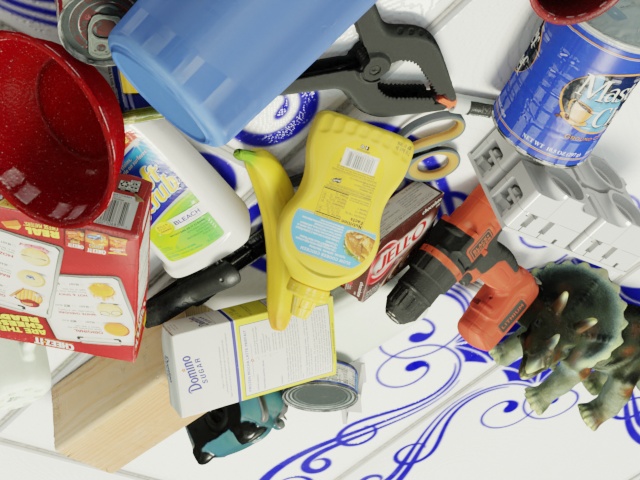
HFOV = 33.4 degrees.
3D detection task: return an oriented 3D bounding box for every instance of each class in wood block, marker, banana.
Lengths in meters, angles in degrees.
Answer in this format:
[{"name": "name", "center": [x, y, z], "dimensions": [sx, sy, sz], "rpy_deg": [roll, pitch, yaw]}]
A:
[{"name": "wood block", "center": [-0.192, 0.162, 1.179], "dimensions": [0.206, 0.090, 0.090], "rpy_deg": [-34, 136, 19]}, {"name": "marker", "center": [0.179, -0.126, 1.039], "dimensions": [0.121, 0.020, 0.020], "rpy_deg": [6, 135, -24]}, {"name": "banana", "center": [-0.046, -0.011, 1.029], "dimensions": [0.069, 0.037, 0.198], "rpy_deg": [-36, 124, -40]}]

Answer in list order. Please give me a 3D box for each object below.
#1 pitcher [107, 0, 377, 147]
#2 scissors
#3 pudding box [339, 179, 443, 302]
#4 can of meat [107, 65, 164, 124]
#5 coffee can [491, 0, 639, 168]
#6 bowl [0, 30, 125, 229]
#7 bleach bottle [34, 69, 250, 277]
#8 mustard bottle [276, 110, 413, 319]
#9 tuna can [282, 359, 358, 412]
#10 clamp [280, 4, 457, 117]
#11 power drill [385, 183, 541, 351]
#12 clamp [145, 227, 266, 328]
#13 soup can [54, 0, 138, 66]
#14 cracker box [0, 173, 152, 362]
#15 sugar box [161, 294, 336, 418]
[{"name": "pitcher", "center": [-0.028, -0.180, 0.750], "dimensions": [0.242, 0.145, 0.149], "rpy_deg": [-48, 120, -10]}, {"name": "scissors", "center": [0.055, -0.069, 1.063], "dimensions": [0.202, 0.016, 0.096], "rpy_deg": [-25, 140, 11]}, {"name": "pudding box", "center": [0.071, -0.001, 1.086], "dimensions": [0.113, 0.039, 0.090], "rpy_deg": [-39, 155, -37]}, {"name": "can of meat", "center": [-0.122, -0.142, 0.857], "dimensions": [0.102, 0.057, 0.084], "rpy_deg": [-10, 94, -9]}, {"name": "coffee can", "center": [0.232, -0.150, 0.966], "dimensions": [0.102, 0.103, 0.140], "rpy_deg": [4, 135, -24]}, {"name": "bowl", "center": [-0.205, -0.092, 0.826], "dimensions": [0.055, 0.162, 0.162], "rpy_deg": [-42, 163, -47]}, {"name": "bleach bottle", "center": [-0.167, -0.067, 0.953], "dimensions": [0.103, 0.068, 0.250], "rpy_deg": [-26, 136, 17]}, {"name": "mustard bottle", "center": [0.012, -0.018, 0.996], "dimensions": [0.096, 0.058, 0.192], "rpy_deg": [19, 95, -12]}, {"name": "tuna can", "center": [0.000, 0.163, 1.202], "dimensions": [0.086, 0.034, 0.086], "rpy_deg": [1, 150, 0]}, {"name": "clamp", "center": [0.043, -0.168, 0.932], "dimensions": [0.209, 0.036, 0.165], "rpy_deg": [12, 128, -30]}, {"name": "power drill", "center": [0.160, 0.047, 1.154], "dimensions": [0.184, 0.057, 0.187], "rpy_deg": [-47, 142, -7]}, {"name": "clamp", "center": [-0.124, 0.046, 1.070], "dimensions": [0.172, 0.039, 0.120], "rpy_deg": [-33, -179, 19]}, {"name": "soup can", "center": [-0.163, -0.186, 0.787], "dimensions": [0.068, 0.102, 0.068], "rpy_deg": [-10, 139, -9]}, {"name": "cracker box", "center": [-0.239, 0.017, 0.966], "dimensions": [0.164, 0.072, 0.214], "rpy_deg": [11, 143, -3]}, {"name": "sugar box", "center": [-0.071, 0.111, 1.089], "dimensions": [0.176, 0.048, 0.093], "rpy_deg": [-11, 110, -22]}]
